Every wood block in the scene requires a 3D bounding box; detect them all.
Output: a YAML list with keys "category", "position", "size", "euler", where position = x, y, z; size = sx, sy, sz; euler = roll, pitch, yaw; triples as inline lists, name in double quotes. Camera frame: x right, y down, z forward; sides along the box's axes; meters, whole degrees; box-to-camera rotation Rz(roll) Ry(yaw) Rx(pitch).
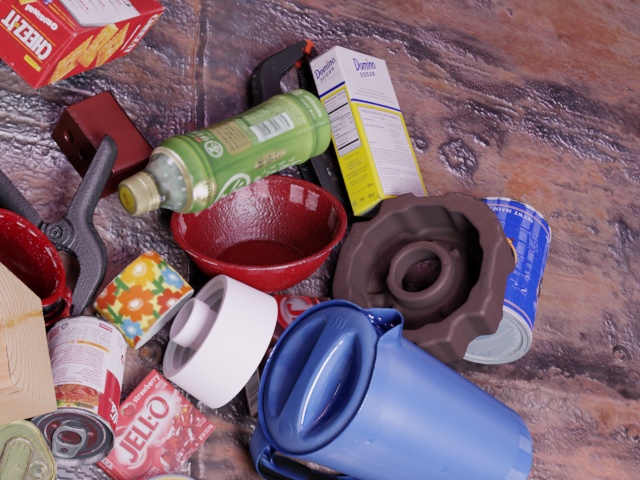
- category: "wood block"
  position: [-0.300, 0.092, 0.730]
  size: [0.206, 0.091, 0.090]
  euler: [-15, 68, 0]

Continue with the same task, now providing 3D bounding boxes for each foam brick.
- category: "foam brick"
  position: [-0.199, -0.087, 0.979]
  size: [0.051, 0.053, 0.078]
  euler: [-33, 81, -39]

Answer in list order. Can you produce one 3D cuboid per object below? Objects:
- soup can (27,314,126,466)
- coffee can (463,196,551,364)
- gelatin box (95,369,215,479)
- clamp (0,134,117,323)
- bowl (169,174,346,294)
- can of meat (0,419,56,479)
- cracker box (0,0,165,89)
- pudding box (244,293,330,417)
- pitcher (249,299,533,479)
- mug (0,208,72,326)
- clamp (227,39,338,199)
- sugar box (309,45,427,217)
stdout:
- category: "soup can"
  position: [-0.191, 0.117, 0.840]
  size: [0.068, 0.069, 0.102]
  euler: [20, 37, -19]
- category: "coffee can"
  position: [0.175, 0.040, 1.091]
  size: [0.102, 0.103, 0.140]
  euler: [30, 52, -12]
- category: "gelatin box"
  position: [-0.142, 0.163, 0.883]
  size: [0.073, 0.030, 0.089]
  euler: [43, 50, -2]
- category: "clamp"
  position: [-0.235, -0.009, 0.908]
  size: [0.120, 0.039, 0.171]
  euler: [-1, 76, -2]
- category: "bowl"
  position: [-0.056, 0.001, 0.982]
  size: [0.162, 0.055, 0.162]
  euler: [0, 33, 0]
- category: "can of meat"
  position: [-0.252, 0.182, 0.773]
  size: [0.101, 0.084, 0.057]
  euler: [-24, 77, -37]
- category: "cracker box"
  position: [-0.254, -0.229, 0.963]
  size: [0.164, 0.072, 0.213]
  euler: [43, 21, -3]
- category: "pudding box"
  position: [-0.028, 0.105, 0.976]
  size: [0.089, 0.039, 0.113]
  euler: [5, 62, -29]
- category: "pitcher"
  position: [0.066, 0.163, 0.922]
  size: [0.242, 0.149, 0.145]
  euler: [32, 64, -36]
- category: "mug"
  position: [-0.253, 0.039, 0.840]
  size: [0.117, 0.082, 0.093]
  euler: [26, 34, -41]
- category: "clamp"
  position: [-0.029, -0.122, 1.108]
  size: [0.164, 0.036, 0.209]
  euler: [32, 52, -13]
- category: "sugar box"
  position: [0.052, -0.111, 1.120]
  size: [0.093, 0.048, 0.176]
  euler: [5, 62, -52]
